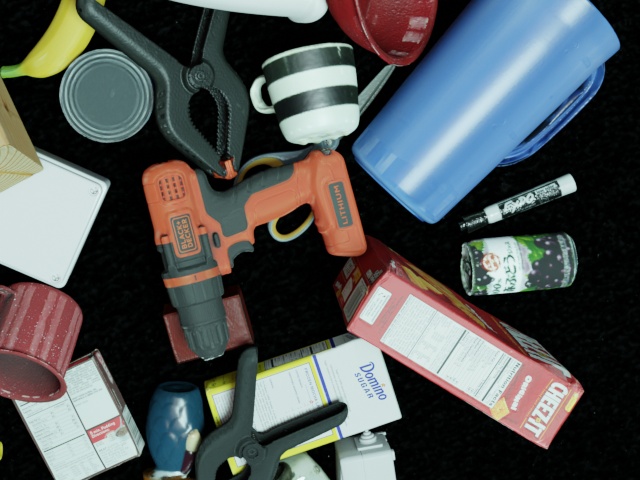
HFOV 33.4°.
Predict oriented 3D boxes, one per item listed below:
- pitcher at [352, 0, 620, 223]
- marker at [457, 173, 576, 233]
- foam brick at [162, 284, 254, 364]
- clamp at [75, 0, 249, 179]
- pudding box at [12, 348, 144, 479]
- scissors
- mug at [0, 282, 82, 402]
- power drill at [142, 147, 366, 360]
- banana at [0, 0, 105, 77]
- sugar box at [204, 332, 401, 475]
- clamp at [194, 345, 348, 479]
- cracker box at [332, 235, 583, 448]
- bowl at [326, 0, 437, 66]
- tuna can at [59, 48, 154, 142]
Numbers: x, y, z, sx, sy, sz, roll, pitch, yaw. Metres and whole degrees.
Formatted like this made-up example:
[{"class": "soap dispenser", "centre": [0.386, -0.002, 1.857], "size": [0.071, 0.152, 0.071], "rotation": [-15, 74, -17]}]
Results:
[{"class": "pitcher", "centre": [0.152, -0.131, 0.989], "size": [0.149, 0.145, 0.243], "rotation": [43, 97, 2]}, {"class": "marker", "centre": [0.193, -0.035, 1.054], "size": [0.121, 0.020, 0.020], "rotation": [-22, 100, -1]}, {"class": "foam brick", "centre": [-0.108, 0.081, 1.031], "size": [0.078, 0.053, 0.051], "rotation": [-15, 100, -2]}, {"class": "clamp", "centre": [-0.128, -0.153, 0.980], "size": [0.164, 0.036, 0.210], "rotation": [-19, 106, -28]}, {"class": "pudding box", "centre": [-0.236, 0.175, 1.043], "size": [0.090, 0.039, 0.113], "rotation": [-24, 98, 0]}, {"class": "scissors", "centre": [-0.013, -0.097, 1.029], "size": [0.096, 0.016, 0.202], "rotation": [24, 96, -8]}, {"class": "mug", "centre": [-0.276, 0.086, 0.983], "size": [0.093, 0.081, 0.117], "rotation": [-13, 137, 28]}, {"class": "power drill", "centre": [-0.056, 0.001, 0.980], "size": [0.187, 0.057, 0.184], "rotation": [-16, 97, -14]}, {"class": "banana", "centre": [-0.231, -0.229, 0.980], "size": [0.069, 0.037, 0.198], "rotation": [23, 96, -9]}, {"class": "sugar box", "centre": [-0.018, 0.157, 1.054], "size": [0.176, 0.048, 0.093], "rotation": [-18, 101, -4]}, {"class": "clamp", "centre": [-0.070, 0.183, 1.008], "size": [0.120, 0.039, 0.171], "rotation": [44, 94, -11]}, {"class": "cracker box", "centre": [0.122, 0.088, 0.994], "size": [0.213, 0.164, 0.072], "rotation": [31, 97, -8]}, {"class": "bowl", "centre": [0.048, -0.238, 0.964], "size": [0.055, 0.161, 0.162], "rotation": [3, 101, 32]}, {"class": "tuna can", "centre": [-0.198, -0.136, 0.999], "size": [0.086, 0.034, 0.086], "rotation": [-1, 99, -5]}]
